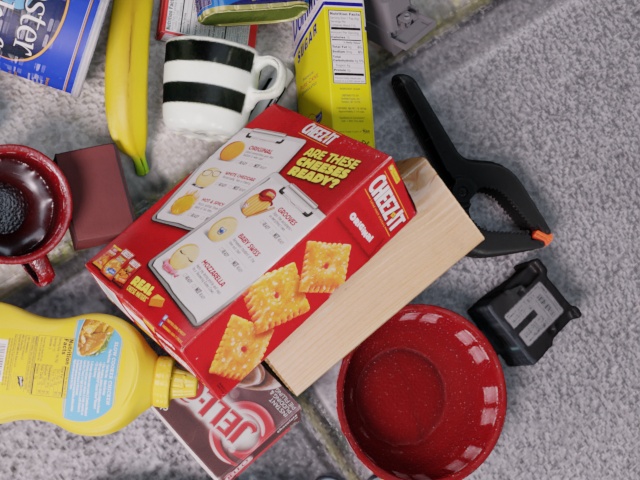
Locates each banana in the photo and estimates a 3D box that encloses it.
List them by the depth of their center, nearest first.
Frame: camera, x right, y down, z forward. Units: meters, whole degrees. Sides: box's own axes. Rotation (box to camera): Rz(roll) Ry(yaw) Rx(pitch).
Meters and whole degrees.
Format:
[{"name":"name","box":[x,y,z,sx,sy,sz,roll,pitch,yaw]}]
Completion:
[{"name":"banana","box":[-0.163,-0.158,0.914,0.037,0.070,0.198,2,82,-5]}]

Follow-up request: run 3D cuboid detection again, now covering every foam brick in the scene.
[{"name":"foam brick","box":[-0.190,-0.035,0.895,0.051,0.053,0.078,-14,85,-19]}]

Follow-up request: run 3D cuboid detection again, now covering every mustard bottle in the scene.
[{"name":"mustard bottle","box":[-0.193,0.104,0.847,0.191,0.058,0.096,6,75,-1]}]

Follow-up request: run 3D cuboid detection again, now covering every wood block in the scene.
[{"name":"wood block","box":[0.023,0.027,0.914,0.206,0.090,0.091,-39,99,-10]}]

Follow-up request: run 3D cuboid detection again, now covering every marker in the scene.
[{"name":"marker","box":[-0.061,-0.105,0.962,0.020,0.020,0.121,33,74,-10]}]

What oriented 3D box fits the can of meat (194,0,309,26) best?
[{"name":"can of meat","box":[-0.064,-0.235,0.928,0.102,0.058,0.084,-8,88,-19]}]

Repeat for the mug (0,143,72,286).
[{"name":"mug","box":[-0.247,-0.016,0.855,0.093,0.082,0.117,-34,102,-23]}]

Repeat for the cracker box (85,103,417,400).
[{"name":"cracker box","box":[-0.056,0.001,0.841,0.213,0.164,0.072,-42,131,-15]}]

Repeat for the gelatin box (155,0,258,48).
[{"name":"gelatin box","box":[-0.100,-0.209,0.960,0.089,0.030,0.073,9,81,-17]}]

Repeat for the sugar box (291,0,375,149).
[{"name":"sugar box","box":[0.009,-0.152,0.952,0.048,0.093,0.176,-4,83,-20]}]

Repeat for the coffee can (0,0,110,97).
[{"name":"coffee can","box":[-0.250,-0.188,0.871,0.140,0.103,0.103,18,77,-14]}]

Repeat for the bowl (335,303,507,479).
[{"name":"bowl","box":[0.082,0.139,0.952,0.162,0.055,0.162,3,81,-17]}]

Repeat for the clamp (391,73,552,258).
[{"name":"clamp","box":[0.126,-0.053,1.003,0.210,0.036,0.164,20,79,-11]}]

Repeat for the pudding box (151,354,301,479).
[{"name":"pudding box","box":[-0.085,0.135,0.889,0.090,0.039,0.113,-40,68,-19]}]
